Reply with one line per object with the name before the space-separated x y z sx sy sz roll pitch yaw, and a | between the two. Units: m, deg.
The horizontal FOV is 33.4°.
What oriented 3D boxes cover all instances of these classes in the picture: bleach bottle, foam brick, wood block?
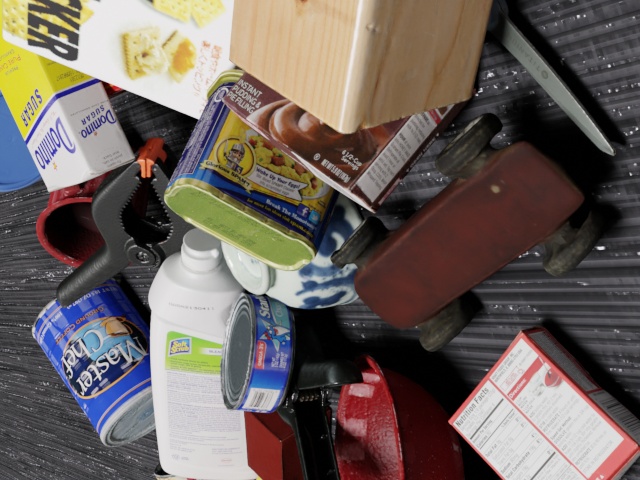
bleach bottle | -0.087 0.094 0.871 0.068 0.102 0.251 -91 5 -49
foam brick | -0.027 0.163 0.878 0.051 0.052 0.078 37 141 37
wood block | 0.027 -0.165 0.465 0.091 0.090 0.206 37 132 36

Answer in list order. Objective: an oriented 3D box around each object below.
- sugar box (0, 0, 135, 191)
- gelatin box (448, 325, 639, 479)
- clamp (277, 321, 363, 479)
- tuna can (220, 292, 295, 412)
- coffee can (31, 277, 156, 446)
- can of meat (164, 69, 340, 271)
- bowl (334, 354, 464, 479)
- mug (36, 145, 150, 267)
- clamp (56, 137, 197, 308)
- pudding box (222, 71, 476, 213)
sugar box | -0.206 -0.126 0.783 0.094 0.048 0.176 -9 105 56
gelatin box | 0.126 0.103 0.588 0.089 0.030 0.073 46 118 27
clamp | -0.010 0.120 0.774 0.172 0.039 0.120 -138 56 -69
tuna can | -0.046 0.082 0.777 0.086 0.033 0.086 -172 90 -72
coffee can | -0.211 0.122 1.079 0.140 0.102 0.103 51 148 20
can of meat | -0.036 -0.041 0.653 0.102 0.084 0.058 28 153 -15
bowl | 0.054 0.156 0.707 0.162 0.055 0.162 -179 90 -77
mug | -0.193 -0.041 0.906 0.117 0.093 0.081 63 -159 -46
clamp | -0.147 0.003 0.861 0.164 0.036 0.210 8 135 7
pudding box | 0.014 -0.079 0.583 0.114 0.090 0.039 38 178 34
